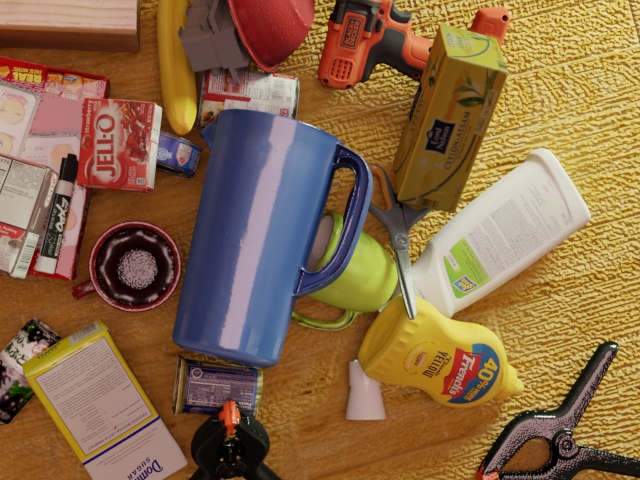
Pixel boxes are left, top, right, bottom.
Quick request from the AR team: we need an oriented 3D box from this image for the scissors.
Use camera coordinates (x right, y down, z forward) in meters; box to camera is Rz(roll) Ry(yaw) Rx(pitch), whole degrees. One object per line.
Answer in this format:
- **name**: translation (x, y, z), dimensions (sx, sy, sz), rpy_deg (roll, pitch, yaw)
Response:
- **scissors**: translation (0.099, -0.005, 1.131), dimensions (0.096, 0.016, 0.202), rpy_deg (-8, 55, -23)

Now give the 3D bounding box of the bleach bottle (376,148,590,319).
- **bleach bottle**: translation (0.166, 0.008, 1.166), dimensions (0.250, 0.068, 0.102), rpy_deg (-33, 92, -6)

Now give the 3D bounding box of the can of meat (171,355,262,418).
- **can of meat**: translation (-0.108, 0.152, 1.102), dimensions (0.084, 0.102, 0.057), rpy_deg (7, 86, -10)

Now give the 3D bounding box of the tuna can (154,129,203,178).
- **tuna can**: translation (-0.168, -0.093, 1.113), dimensions (0.086, 0.086, 0.034), rpy_deg (17, 87, -7)

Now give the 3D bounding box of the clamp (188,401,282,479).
- **clamp**: translation (-0.101, 0.228, 1.087), dimensions (0.120, 0.039, 0.171), rpy_deg (-15, 134, -6)

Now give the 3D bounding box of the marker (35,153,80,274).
- **marker**: translation (-0.260, -0.027, 1.060), dimensions (0.020, 0.020, 0.121), rpy_deg (13, 86, -7)

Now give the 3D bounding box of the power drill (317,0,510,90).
- **power drill**: translation (0.103, -0.236, 1.148), dimensions (0.187, 0.057, 0.184), rpy_deg (14, 111, -6)

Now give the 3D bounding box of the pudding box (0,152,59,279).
- **pudding box**: translation (-0.316, -0.029, 1.036), dimensions (0.090, 0.039, 0.113), rpy_deg (17, 85, 6)

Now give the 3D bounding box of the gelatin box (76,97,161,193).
- **gelatin box**: translation (-0.200, -0.094, 1.058), dimensions (0.073, 0.030, 0.089), rpy_deg (5, 86, 7)

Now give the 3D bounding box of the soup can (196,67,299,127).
- **soup can**: translation (-0.078, -0.148, 1.137), dimensions (0.102, 0.068, 0.068), rpy_deg (7, 86, -8)

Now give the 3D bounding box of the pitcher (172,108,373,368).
- **pitcher**: translation (-0.057, 0.001, 1.059), dimensions (0.144, 0.149, 0.243), rpy_deg (18, 82, -31)

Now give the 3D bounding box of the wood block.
- **wood block**: translation (-0.291, -0.250, 1.103), dimensions (0.206, 0.091, 0.090), rpy_deg (1, 87, -8)

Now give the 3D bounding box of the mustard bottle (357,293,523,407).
- **mustard bottle**: translation (0.141, 0.130, 1.141), dimensions (0.191, 0.058, 0.096), rpy_deg (24, 108, -26)

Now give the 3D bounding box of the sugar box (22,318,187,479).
- **sugar box**: translation (-0.218, 0.178, 1.088), dimensions (0.093, 0.048, 0.176), rpy_deg (-30, 112, -10)

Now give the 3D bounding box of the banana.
- **banana**: translation (-0.153, -0.193, 1.122), dimensions (0.037, 0.069, 0.198), rpy_deg (-7, 74, 1)

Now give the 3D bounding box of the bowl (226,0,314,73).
- **bowl**: translation (-0.047, -0.257, 1.097), dimensions (0.055, 0.162, 0.162), rpy_deg (-12, 89, 17)

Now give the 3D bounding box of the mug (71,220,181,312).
- **mug**: translation (-0.201, 0.033, 1.104), dimensions (0.117, 0.081, 0.093), rpy_deg (-27, 91, -8)

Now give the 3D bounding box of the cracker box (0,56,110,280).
- **cracker box**: translation (-0.316, -0.076, 1.100), dimensions (0.164, 0.072, 0.214), rpy_deg (10, 87, -7)

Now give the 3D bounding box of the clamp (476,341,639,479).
- **clamp**: translation (0.276, 0.230, 1.180), dimensions (0.210, 0.036, 0.164), rpy_deg (-29, 91, -6)
